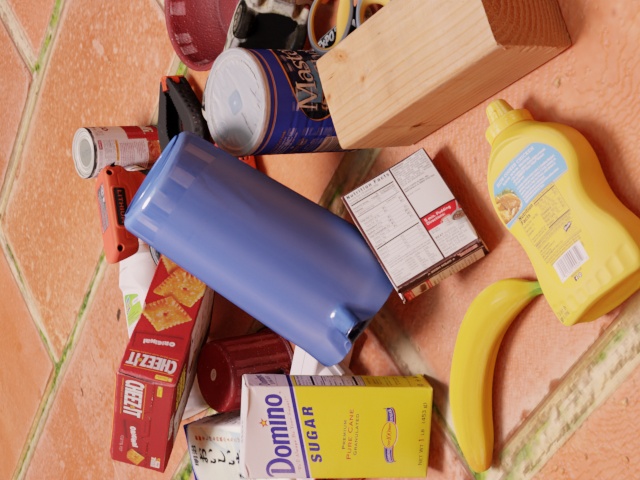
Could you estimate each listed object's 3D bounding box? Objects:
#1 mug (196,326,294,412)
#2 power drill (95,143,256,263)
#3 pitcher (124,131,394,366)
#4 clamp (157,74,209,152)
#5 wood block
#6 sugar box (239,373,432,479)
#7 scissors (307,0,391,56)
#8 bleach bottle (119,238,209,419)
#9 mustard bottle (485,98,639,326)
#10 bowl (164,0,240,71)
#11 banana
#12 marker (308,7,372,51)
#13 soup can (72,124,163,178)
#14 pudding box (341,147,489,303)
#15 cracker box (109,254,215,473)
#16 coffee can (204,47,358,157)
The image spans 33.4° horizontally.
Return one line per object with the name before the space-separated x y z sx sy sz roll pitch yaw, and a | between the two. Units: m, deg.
mug | -0.079 0.149 1.194 0.117 0.081 0.093 10 103 52
power drill | -0.145 -0.021 1.173 0.057 0.187 0.184 139 121 -60
pitcher | -0.057 0.001 1.010 0.149 0.242 0.145 -37 24 57
clamp | -0.154 -0.099 1.294 0.165 0.036 0.210 -4 95 52
wood block | 0.098 -0.159 0.912 0.207 0.090 0.090 -30 71 50
sugar box | 0.014 0.175 1.003 0.048 0.176 0.093 -134 45 -75
scissors | 0.045 -0.266 1.017 0.096 0.016 0.202 16 83 10
bleach bottle | -0.212 0.107 1.380 0.103 0.067 0.251 -32 67 50
mustard bottle | 0.183 -0.035 0.844 0.096 0.058 0.192 -53 55 43
bowl | -0.114 -0.271 1.202 0.162 0.055 0.162 10 103 52
banana | 0.145 0.108 0.932 0.070 0.037 0.198 40 125 44
marker | 0.010 -0.201 1.080 0.121 0.020 0.020 -32 70 50
soup can | -0.260 -0.114 1.377 0.069 0.102 0.068 11 103 52
pudding box | 0.084 -0.015 0.956 0.090 0.039 0.113 -32 61 5
cracker box | -0.176 0.125 1.209 0.213 0.072 0.164 -76 -1 -47
coffee can | -0.026 -0.134 1.037 0.103 0.140 0.103 10 103 52
